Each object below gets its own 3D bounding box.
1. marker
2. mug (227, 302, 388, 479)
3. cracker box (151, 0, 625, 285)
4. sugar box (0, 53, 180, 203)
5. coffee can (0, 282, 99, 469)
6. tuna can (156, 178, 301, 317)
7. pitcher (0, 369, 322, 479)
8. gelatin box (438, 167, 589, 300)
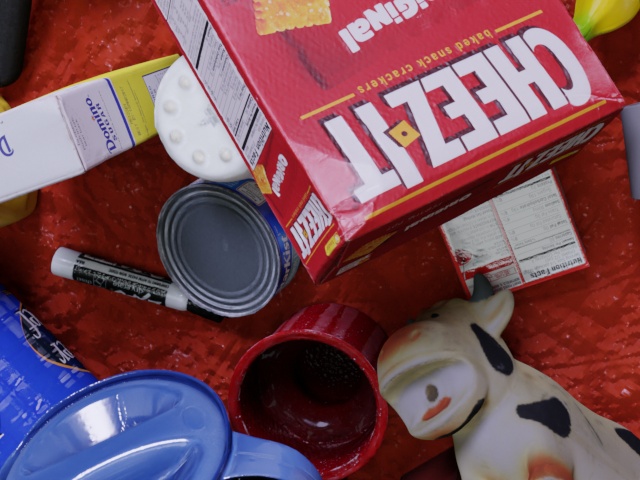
[{"bbox_3d":[-0.113,0.029,0.683,0.121,0.020,0.020,15,106,8],"label":"marker"},{"bbox_3d":[0.002,0.097,0.641,0.093,0.081,0.117,-8,101,14],"label":"mug"},{"bbox_3d":[0.020,-0.111,0.522,0.164,0.072,0.214,-26,78,-19],"label":"cracker box"},{"bbox_3d":[-0.139,-0.061,0.584,0.093,0.176,0.048,-17,99,16],"label":"sugar box"},{"bbox_3d":[-0.210,0.092,0.676,0.140,0.102,0.103,45,108,-1],"label":"coffee can"},{"bbox_3d":[-0.054,0.001,0.643,0.086,0.033,0.086,13,118,24],"label":"tuna can"},{"bbox_3d":[-0.071,0.202,0.625,0.149,0.144,0.243,27,145,46],"label":"pitcher"},{"bbox_3d":[0.106,-0.015,0.618,0.073,0.030,0.089,-21,101,16],"label":"gelatin box"}]
